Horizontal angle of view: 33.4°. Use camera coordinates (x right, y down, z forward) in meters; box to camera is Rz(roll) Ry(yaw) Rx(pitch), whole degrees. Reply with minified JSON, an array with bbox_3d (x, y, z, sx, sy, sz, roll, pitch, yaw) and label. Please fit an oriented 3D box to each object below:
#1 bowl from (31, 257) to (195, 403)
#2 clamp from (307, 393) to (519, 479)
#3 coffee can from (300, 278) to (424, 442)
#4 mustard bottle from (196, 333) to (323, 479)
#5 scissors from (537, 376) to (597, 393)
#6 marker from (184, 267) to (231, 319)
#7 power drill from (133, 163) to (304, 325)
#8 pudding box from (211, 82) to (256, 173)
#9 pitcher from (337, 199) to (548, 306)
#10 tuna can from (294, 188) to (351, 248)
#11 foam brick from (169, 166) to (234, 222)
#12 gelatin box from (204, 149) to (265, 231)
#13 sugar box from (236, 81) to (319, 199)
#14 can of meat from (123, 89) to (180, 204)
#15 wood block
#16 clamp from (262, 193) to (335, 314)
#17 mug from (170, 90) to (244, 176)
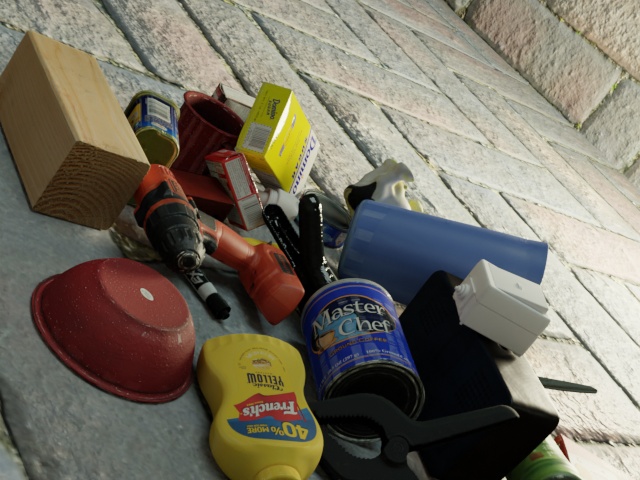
[{"bbox_3d":[-0.167,0.065,0.935,0.162,0.055,0.162,32,22,-15],"label":"bowl"},{"bbox_3d":[0.077,0.190,0.985,0.210,0.036,0.164,26,60,7],"label":"clamp"},{"bbox_3d":[0.040,0.119,1.078,0.102,0.103,0.140,27,24,-24],"label":"coffee can"},{"bbox_3d":[-0.049,0.160,0.914,0.096,0.058,0.192,9,32,-20],"label":"mustard bottle"},{"bbox_3d":[0.223,0.151,1.280,0.201,0.016,0.096,-1,41,-12],"label":"scissors"},{"bbox_3d":[-0.129,0.037,1.100,0.020,0.020,0.121,6,38,-53],"label":"marker"},{"bbox_3d":[-0.103,0.011,1.078,0.187,0.057,0.184,38,11,-33],"label":"power drill"},{"bbox_3d":[-0.107,-0.145,1.406,0.113,0.090,0.039,19,28,-37],"label":"pudding box"},{"bbox_3d":[0.151,0.030,1.325,0.243,0.149,0.145,17,66,5],"label":"pitcher"},{"bbox_3d":[0.005,-0.029,1.417,0.086,0.034,0.086,31,22,-15],"label":"tuna can"},{"bbox_3d":[-0.146,-0.042,1.189,0.078,0.053,0.051,10,34,-47],"label":"foam brick"},{"bbox_3d":[-0.097,-0.060,1.232,0.073,0.030,0.089,20,-49,68],"label":"gelatin box"},{"bbox_3d":[-0.049,-0.118,1.336,0.048,0.093,0.176,19,-11,19],"label":"sugar box"},{"bbox_3d":[-0.195,-0.100,1.165,0.057,0.102,0.084,26,26,-24],"label":"can of meat"},{"bbox_3d":[-0.263,-0.116,1.107,0.090,0.091,0.206,18,28,-41],"label":"wood block"},{"bbox_3d":[-0.017,0.029,1.170,0.039,0.171,0.120,-15,12,-20],"label":"clamp"},{"bbox_3d":[-0.141,-0.116,1.304,0.093,0.082,0.117,7,36,-51],"label":"mug"}]
